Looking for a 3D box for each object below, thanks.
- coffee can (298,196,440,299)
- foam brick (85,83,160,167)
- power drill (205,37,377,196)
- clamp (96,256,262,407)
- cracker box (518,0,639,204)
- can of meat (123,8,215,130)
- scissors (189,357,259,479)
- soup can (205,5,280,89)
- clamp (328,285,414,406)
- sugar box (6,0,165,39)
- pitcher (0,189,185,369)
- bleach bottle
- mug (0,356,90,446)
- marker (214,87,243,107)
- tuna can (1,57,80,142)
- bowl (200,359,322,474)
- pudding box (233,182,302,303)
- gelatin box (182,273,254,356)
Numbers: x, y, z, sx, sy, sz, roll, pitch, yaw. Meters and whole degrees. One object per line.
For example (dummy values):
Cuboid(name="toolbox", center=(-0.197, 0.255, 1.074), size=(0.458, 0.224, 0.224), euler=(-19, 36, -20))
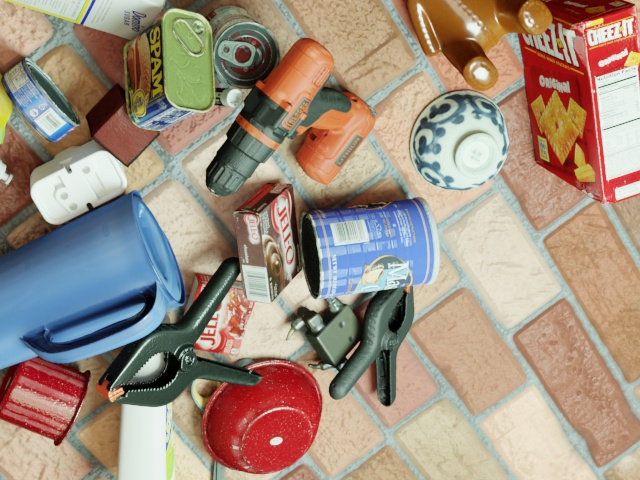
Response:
Cuboid(name="coffee can", center=(0.055, 0.009, 1.230), size=(0.140, 0.103, 0.103), euler=(-8, 114, -12))
Cuboid(name="foam brick", center=(-0.208, -0.121, 1.119), size=(0.051, 0.078, 0.053), euler=(-46, 118, 6))
Cuboid(name="power drill", center=(-0.026, -0.112, 1.125), size=(0.184, 0.057, 0.187), euler=(-51, 158, 10))
Cuboid(name="clamp", center=(-0.150, 0.133, 1.190), size=(0.209, 0.036, 0.164), euler=(-33, 122, -32))
Cuboid(name="cracker box", center=(0.289, -0.165, 1.188), size=(0.072, 0.164, 0.213), euler=(-19, 116, -9))
Cuboid(name="can of meat", center=(-0.152, -0.166, 1.057), size=(0.057, 0.084, 0.102), euler=(4, 77, -38))
Cuboid(name="scissors", center=(-0.136, 0.232, 1.319), size=(0.096, 0.016, 0.202), euler=(17, 106, -24))
Cuboid(name="soup can", center=(-0.086, -0.202, 1.104), size=(0.068, 0.102, 0.068), euler=(-6, 113, -13))
Cuboid(name="clamp", center=(0.079, 0.127, 1.308), size=(0.120, 0.039, 0.171), euler=(32, 83, -55))
Cuboid(name="sugar box", center=(-0.245, -0.254, 1.045), size=(0.176, 0.093, 0.048), euler=(13, 72, -22))
Cuboid(name="pitcher", center=(-0.273, 0.058, 1.132), size=(0.243, 0.149, 0.145), euler=(-23, 91, 3))
Cuboid(name="bleach bottle", center=(-0.201, 0.182, 1.234), size=(0.068, 0.102, 0.251), euler=(4, 111, -2))
Cuboid(name="mug", center=(-0.323, 0.181, 1.216), size=(0.081, 0.093, 0.117), euler=(26, 140, -18))
Cuboid(name="marker", center=(-0.117, -0.151, 1.110), size=(0.020, 0.121, 0.020), euler=(-7, 103, -32))
Cuboid(name="tuna can", center=(-0.284, -0.142, 1.085), size=(0.034, 0.086, 0.086), euler=(-37, 116, 3))
Cuboid(name="bowl", center=(-0.062, 0.229, 1.305), size=(0.162, 0.055, 0.162), euler=(-10, 117, -20))
Cuboid(name="pudding box", center=(-0.058, 0.002, 1.204), size=(0.039, 0.089, 0.113), euler=(7, 117, 22))
Cuboid(name="gelatin box", center=(-0.122, 0.089, 1.256), size=(0.073, 0.030, 0.089), euler=(12, 108, -19))
